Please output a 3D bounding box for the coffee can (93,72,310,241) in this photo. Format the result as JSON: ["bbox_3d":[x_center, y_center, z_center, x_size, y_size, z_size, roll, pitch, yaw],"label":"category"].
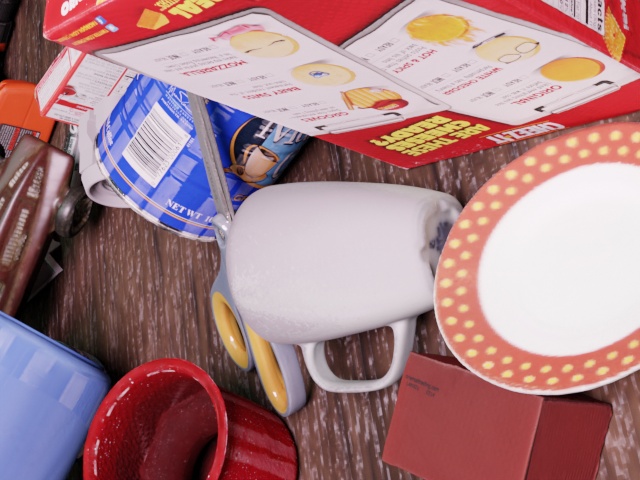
[{"bbox_3d":[-0.050,-0.083,0.602,0.140,0.102,0.103,-50,47,29],"label":"coffee can"}]

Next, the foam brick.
[{"bbox_3d":[0.075,0.083,0.457,0.078,0.051,0.053,16,92,49],"label":"foam brick"}]

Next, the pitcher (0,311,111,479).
[{"bbox_3d":[-0.235,0.164,0.658,0.149,0.145,0.242,23,77,28],"label":"pitcher"}]

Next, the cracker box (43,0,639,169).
[{"bbox_3d":[0.023,-0.099,0.437,0.165,0.213,0.072,-11,71,47],"label":"cracker box"}]

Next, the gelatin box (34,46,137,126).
[{"bbox_3d":[-0.146,-0.115,0.743,0.089,0.073,0.030,-46,49,33],"label":"gelatin box"}]

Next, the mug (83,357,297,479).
[{"bbox_3d":[-0.075,0.125,0.575,0.117,0.081,0.093,-36,54,15],"label":"mug"}]

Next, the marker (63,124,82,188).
[{"bbox_3d":[-0.181,-0.098,0.821,0.020,0.020,0.121,16,93,50],"label":"marker"}]

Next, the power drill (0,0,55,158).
[{"bbox_3d":[-0.282,-0.138,0.920,0.188,0.057,0.185,50,122,46],"label":"power drill"}]

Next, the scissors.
[{"bbox_3d":[-0.054,0.001,0.582,0.096,0.016,0.202,4,115,64],"label":"scissors"}]
